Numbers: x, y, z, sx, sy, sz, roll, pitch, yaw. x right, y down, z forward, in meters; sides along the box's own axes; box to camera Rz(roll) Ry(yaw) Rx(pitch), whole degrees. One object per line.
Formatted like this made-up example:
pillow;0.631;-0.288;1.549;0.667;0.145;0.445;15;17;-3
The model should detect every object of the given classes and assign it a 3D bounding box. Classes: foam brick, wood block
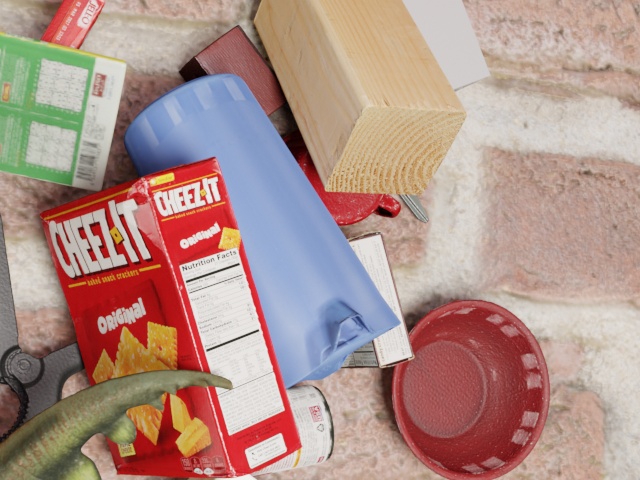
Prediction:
foam brick;-0.073;-0.133;0.913;0.051;0.053;0.078;-42;99;-22
wood block;0.026;-0.141;0.858;0.090;0.090;0.206;1;47;-26

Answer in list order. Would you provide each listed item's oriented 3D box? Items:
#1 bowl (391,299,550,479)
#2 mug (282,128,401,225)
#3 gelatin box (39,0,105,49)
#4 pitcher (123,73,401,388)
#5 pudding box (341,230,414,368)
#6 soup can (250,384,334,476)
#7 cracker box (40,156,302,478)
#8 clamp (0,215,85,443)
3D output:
bowl;0.125;0.135;0.963;0.161;0.055;0.162;3;83;-23
mug;0.017;-0.048;0.916;0.117;0.082;0.093;29;84;-17
gelatin box;-0.204;-0.153;0.838;0.030;0.089;0.073;31;73;-17
pitcher;-0.055;0.001;0.836;0.243;0.149;0.144;60;22;7
pudding box;0.034;0.053;0.915;0.039;0.090;0.113;-16;90;-24
soup can;-0.048;0.159;0.880;0.102;0.069;0.068;-6;86;-24
cracker box;-0.115;0.062;0.773;0.071;0.164;0.214;-19;95;-40
clamp;-0.236;0.088;0.812;0.164;0.036;0.209;39;60;-14
